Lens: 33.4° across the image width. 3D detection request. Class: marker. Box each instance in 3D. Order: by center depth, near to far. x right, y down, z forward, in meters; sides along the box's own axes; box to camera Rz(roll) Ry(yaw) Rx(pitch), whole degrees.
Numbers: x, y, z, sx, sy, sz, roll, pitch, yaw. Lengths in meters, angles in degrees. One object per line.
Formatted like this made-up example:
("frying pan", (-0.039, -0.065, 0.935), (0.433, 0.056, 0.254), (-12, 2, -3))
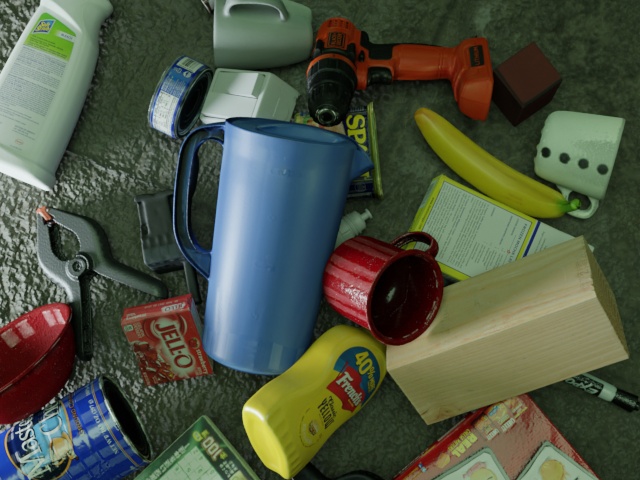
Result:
("marker", (0.268, 0.143, 1.086), (0.121, 0.020, 0.020), (25, 83, 8))

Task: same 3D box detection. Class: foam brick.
("foam brick", (0.212, -0.162, 1.114), (0.051, 0.078, 0.053), (-36, 82, -3))

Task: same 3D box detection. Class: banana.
("banana", (0.181, -0.074, 1.107), (0.198, 0.070, 0.037), (32, 61, 19))

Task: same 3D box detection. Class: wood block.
("wood block", (0.175, 0.087, 1.021), (0.206, 0.090, 0.090), (-23, 34, 21))

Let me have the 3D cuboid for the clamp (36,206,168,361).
("clamp", (-0.239, 0.028, 1.135), (0.120, 0.039, 0.171), (-28, 80, 2))

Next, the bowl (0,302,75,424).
("bowl", (-0.305, 0.135, 1.084), (0.162, 0.162, 0.055), (-33, 113, -2))

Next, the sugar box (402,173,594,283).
("sugar box", (0.179, 0.012, 1.090), (0.176, 0.048, 0.093), (26, 84, -4))

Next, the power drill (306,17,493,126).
("power drill", (0.080, -0.168, 1.094), (0.187, 0.057, 0.184), (7, 39, 0))

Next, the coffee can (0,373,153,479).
("coffee can", (-0.254, 0.212, 1.073), (0.140, 0.103, 0.103), (-30, 79, -1))

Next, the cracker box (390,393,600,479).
("cracker box", (0.195, 0.270, 1.044), (0.164, 0.072, 0.214), (-40, 80, -2))

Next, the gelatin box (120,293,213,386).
("gelatin box", (-0.156, 0.103, 1.094), (0.073, 0.030, 0.089), (-12, 123, 5))

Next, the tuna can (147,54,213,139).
("tuna can", (-0.148, -0.152, 1.136), (0.034, 0.086, 0.086), (26, 83, 6))

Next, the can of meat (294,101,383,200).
("can of meat", (0.020, -0.090, 1.128), (0.084, 0.057, 0.102), (-5, 80, 6))

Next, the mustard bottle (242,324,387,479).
("mustard bottle", (0.011, 0.139, 1.050), (0.058, 0.096, 0.191), (21, 50, 42))

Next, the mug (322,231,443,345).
("mug", (0.063, 0.034, 1.014), (0.117, 0.093, 0.082), (-48, 37, -14))

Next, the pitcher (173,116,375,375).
("pitcher", (-0.057, 0.001, 1.053), (0.149, 0.144, 0.243), (24, 108, 44))

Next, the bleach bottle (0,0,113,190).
("bleach bottle", (-0.288, -0.187, 1.166), (0.102, 0.068, 0.251), (23, 80, 8))
